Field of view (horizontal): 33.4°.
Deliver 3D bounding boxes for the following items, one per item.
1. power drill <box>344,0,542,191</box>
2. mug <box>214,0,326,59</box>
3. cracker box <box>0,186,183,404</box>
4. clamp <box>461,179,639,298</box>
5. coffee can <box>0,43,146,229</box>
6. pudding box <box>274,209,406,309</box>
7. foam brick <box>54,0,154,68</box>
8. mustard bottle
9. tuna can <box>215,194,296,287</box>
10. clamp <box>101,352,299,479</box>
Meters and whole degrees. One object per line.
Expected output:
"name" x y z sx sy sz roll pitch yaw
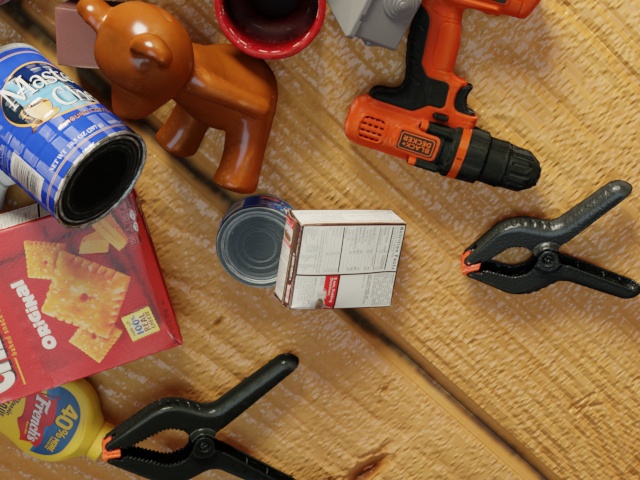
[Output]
"power drill" 0.131 -0.145 0.941 0.184 0.057 0.188 17 111 -3
"mug" -0.044 -0.219 0.910 0.093 0.081 0.117 -19 109 10
"cracker box" -0.255 0.051 1.003 0.213 0.072 0.164 -18 110 -10
"clamp" 0.218 0.001 1.002 0.171 0.039 0.120 -2 110 4
"coffee can" -0.237 -0.092 0.932 0.140 0.102 0.103 39 111 19
"pudding box" 0.019 0.018 1.001 0.113 0.039 0.090 -1 113 -26
"foam brick" -0.191 -0.183 0.950 0.078 0.051 0.053 5 112 2
"mustard bottle" -0.285 0.171 1.088 0.191 0.058 0.096 31 102 -9
"tuna can" -0.057 0.001 1.022 0.086 0.033 0.086 1 111 3
"clamp" -0.114 0.208 1.085 0.210 0.036 0.164 -12 111 -8
